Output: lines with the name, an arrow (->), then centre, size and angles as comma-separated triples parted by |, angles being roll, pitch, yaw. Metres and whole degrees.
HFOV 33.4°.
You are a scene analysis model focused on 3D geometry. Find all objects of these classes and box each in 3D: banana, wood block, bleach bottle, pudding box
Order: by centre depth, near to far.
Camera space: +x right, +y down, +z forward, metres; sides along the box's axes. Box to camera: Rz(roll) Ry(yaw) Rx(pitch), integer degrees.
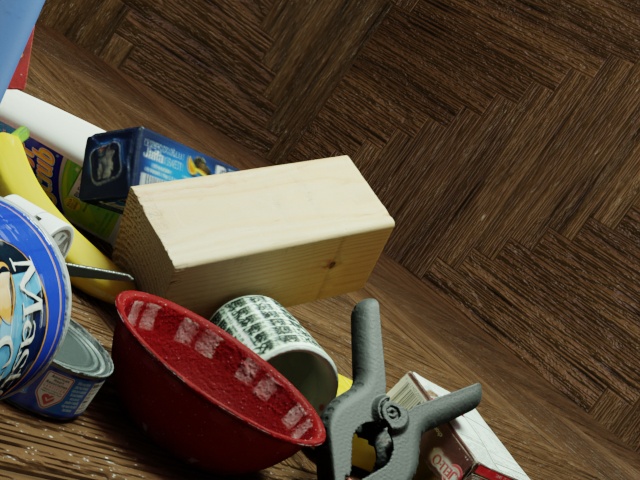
banana -> -0.216, -0.022, 0.847 | 0.069, 0.037, 0.198 | -16, 62, -43
pudding box -> 0.111, 0.163, 0.854 | 0.089, 0.039, 0.114 | 32, 16, -40
wood block -> -0.056, 0.002, 0.887 | 0.205, 0.091, 0.090 | -11, 52, -32
bleach bottle -> -0.270, -0.084, 0.987 | 0.250, 0.103, 0.068 | 27, 41, -12

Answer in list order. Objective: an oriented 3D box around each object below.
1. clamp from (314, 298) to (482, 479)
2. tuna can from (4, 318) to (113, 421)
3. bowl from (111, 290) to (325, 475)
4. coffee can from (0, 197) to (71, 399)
clamp -> 0.039, 0.120, 0.773 | 0.120, 0.039, 0.171 | 41, 45, 7
tuna can -> -0.162, 0.063, 0.601 | 0.086, 0.034, 0.086 | 35, 5, -4
bowl -> -0.077, 0.100, 0.685 | 0.162, 0.055, 0.162 | 35, 5, -4
coffee can -> -0.174, 0.031, 0.440 | 0.103, 0.103, 0.140 | 35, 6, 2
